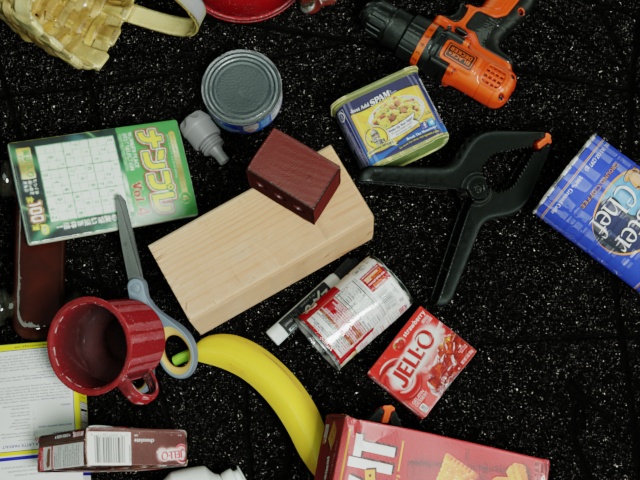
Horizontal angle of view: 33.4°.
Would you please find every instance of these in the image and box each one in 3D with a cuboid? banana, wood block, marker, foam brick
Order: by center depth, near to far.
[{"bbox_3d":[-0.025,-0.061,1.020,0.078,0.053,0.051,31,78,9],"label":"foam brick"},{"bbox_3d":[-0.055,0.152,1.074,0.198,0.037,0.070,37,109,11],"label":"banana"},{"bbox_3d":[-0.057,0.001,1.079,0.206,0.090,0.091,-29,77,-5],"label":"wood block"},{"bbox_3d":[-0.006,0.061,1.100,0.121,0.020,0.020,-42,80,-8],"label":"marker"}]

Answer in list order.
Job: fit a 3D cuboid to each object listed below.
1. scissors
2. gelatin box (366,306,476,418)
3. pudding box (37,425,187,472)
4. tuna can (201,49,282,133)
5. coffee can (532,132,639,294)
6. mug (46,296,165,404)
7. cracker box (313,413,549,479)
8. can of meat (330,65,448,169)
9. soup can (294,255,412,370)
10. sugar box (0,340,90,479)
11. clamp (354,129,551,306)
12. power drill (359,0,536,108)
[{"bbox_3d":[-0.167,0.056,1.078,0.096,0.016,0.202,3,91,15],"label":"scissors"},{"bbox_3d":[0.102,0.124,1.078,0.073,0.030,0.089,39,80,9],"label":"gelatin box"},{"bbox_3d":[-0.196,0.200,1.010,0.113,0.090,0.039,13,68,-41],"label":"pudding box"},{"bbox_3d":[-0.083,-0.159,1.144,0.086,0.034,0.086,0,77,1],"label":"tuna can"},{"bbox_3d":[0.300,-0.026,1.072,0.140,0.103,0.102,38,80,9],"label":"coffee can"},{"bbox_3d":[-0.196,0.108,1.034,0.093,0.081,0.117,-43,76,15],"label":"mug"},{"bbox_3d":[0.099,0.264,0.998,0.213,0.072,0.164,15,76,-13],"label":"cracker box"},{"bbox_3d":[0.074,-0.122,1.122,0.102,0.057,0.084,-25,80,-4],"label":"can of meat"},{"bbox_3d":[0.034,0.072,1.072,0.102,0.068,0.068,-41,80,-8],"label":"soup can"},{"bbox_3d":[-0.279,0.190,1.062,0.093,0.048,0.176,-5,81,0],"label":"sugar box"},{"bbox_3d":[0.146,-0.057,1.098,0.210,0.036,0.164,-41,103,-11],"label":"clamp"},{"bbox_3d":[0.159,-0.257,1.153,0.184,0.057,0.187,32,82,4],"label":"power drill"}]
